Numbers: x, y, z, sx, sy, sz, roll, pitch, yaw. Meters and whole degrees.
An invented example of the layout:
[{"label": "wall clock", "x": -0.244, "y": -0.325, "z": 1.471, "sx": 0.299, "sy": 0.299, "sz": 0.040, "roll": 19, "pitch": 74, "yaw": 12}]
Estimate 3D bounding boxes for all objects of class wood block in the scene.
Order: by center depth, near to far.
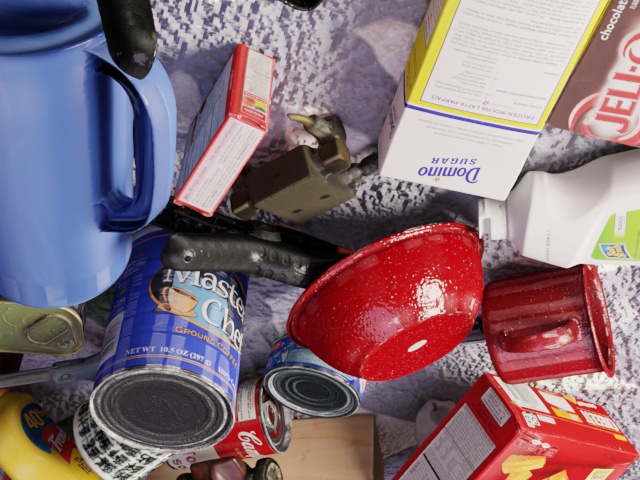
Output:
[{"label": "wood block", "x": -0.048, "y": 0.227, "z": 0.983, "sx": 0.206, "sy": 0.090, "sz": 0.091, "roll": -5, "pitch": 134, "yaw": 8}]

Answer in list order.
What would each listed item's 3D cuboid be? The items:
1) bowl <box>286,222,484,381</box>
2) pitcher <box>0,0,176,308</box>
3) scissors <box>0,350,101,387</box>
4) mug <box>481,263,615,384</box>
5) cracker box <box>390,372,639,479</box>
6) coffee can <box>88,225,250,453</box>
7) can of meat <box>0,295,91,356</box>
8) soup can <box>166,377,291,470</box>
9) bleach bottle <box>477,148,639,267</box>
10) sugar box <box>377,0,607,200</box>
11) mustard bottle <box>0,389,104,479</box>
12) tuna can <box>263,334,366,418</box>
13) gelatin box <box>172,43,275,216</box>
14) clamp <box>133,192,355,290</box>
[{"label": "bowl", "x": 0.059, "y": 0.056, "z": 0.779, "sx": 0.162, "sy": 0.055, "sz": 0.162, "roll": -20, "pitch": 152, "yaw": -12}, {"label": "pitcher", "x": -0.168, "y": -0.063, "z": 0.662, "sx": 0.145, "sy": 0.149, "sz": 0.243, "roll": -6, "pitch": 140, "yaw": -11}, {"label": "scissors", "x": -0.201, "y": 0.116, "z": 0.889, "sx": 0.201, "sy": 0.016, "sz": 0.096, "roll": -16, "pitch": 146, "yaw": -7}, {"label": "mug", "x": 0.167, "y": 0.066, "z": 0.795, "sx": 0.082, "sy": 0.117, "sz": 0.093, "roll": -12, "pitch": 95, "yaw": 22}, {"label": "cracker box", "x": 0.144, "y": 0.223, "z": 0.914, "sx": 0.163, "sy": 0.072, "sz": 0.214, "roll": 20, "pitch": 116, "yaw": -38}, {"label": "coffee can", "x": -0.108, "y": 0.070, "z": 0.790, "sx": 0.103, "sy": 0.140, "sz": 0.103, "roll": 1, "pitch": 135, "yaw": 1}, {"label": "can of meat", "x": -0.221, "y": 0.035, "z": 0.800, "sx": 0.102, "sy": 0.084, "sz": 0.057, "roll": 4, "pitch": 135, "yaw": -1}, {"label": "soup can", "x": -0.084, "y": 0.160, "z": 0.931, "sx": 0.102, "sy": 0.068, "sz": 0.068, "roll": -13, "pitch": 133, "yaw": 16}, {"label": "bleach bottle", "x": 0.234, "y": -0.028, "z": 0.729, "sx": 0.251, "sy": 0.068, "sz": 0.102, "roll": -3, "pitch": 135, "yaw": 9}, {"label": "sugar box", "x": 0.103, "y": -0.106, "z": 0.668, "sx": 0.093, "sy": 0.048, "sz": 0.176, "roll": 11, "pitch": 139, "yaw": -9}, {"label": "mustard bottle", "x": -0.244, "y": 0.191, "z": 0.937, "sx": 0.191, "sy": 0.096, "sz": 0.058, "roll": 44, "pitch": 93, "yaw": 5}, {"label": "tuna can", "x": -0.004, "y": 0.114, "z": 0.891, "sx": 0.086, "sy": 0.033, "sz": 0.086, "roll": 11, "pitch": 144, "yaw": 8}, {"label": "gelatin box", "x": -0.061, "y": -0.070, "z": 0.692, "sx": 0.030, "sy": 0.073, "sz": 0.089, "roll": 22, "pitch": 132, "yaw": -18}, {"label": "clamp", "x": -0.055, "y": 0.001, "z": 0.767, "sx": 0.171, "sy": 0.120, "sz": 0.039, "roll": 13, "pitch": 110, "yaw": -34}]
